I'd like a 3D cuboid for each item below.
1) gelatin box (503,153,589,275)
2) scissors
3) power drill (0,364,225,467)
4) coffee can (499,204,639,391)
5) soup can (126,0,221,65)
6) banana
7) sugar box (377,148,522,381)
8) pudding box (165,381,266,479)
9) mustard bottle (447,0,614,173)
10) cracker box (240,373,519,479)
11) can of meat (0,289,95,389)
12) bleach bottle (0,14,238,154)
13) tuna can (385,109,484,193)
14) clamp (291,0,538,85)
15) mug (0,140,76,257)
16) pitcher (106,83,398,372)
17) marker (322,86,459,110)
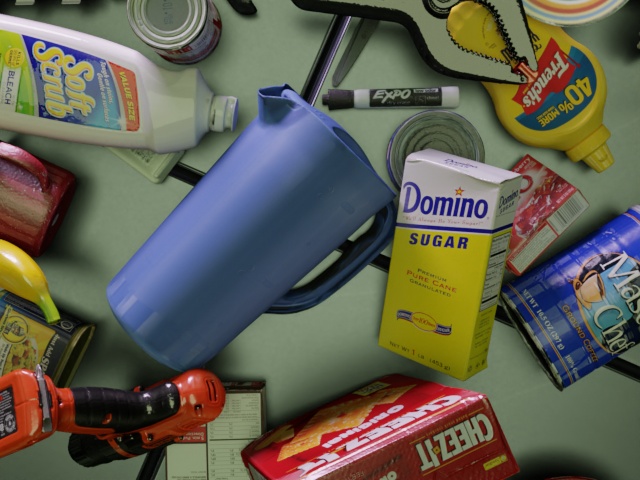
[{"bbox_3d":[0.174,-0.023,0.921,0.089,0.073,0.030,-45,129,2],"label":"gelatin box"},{"bbox_3d":[0.049,-0.241,0.941,0.096,0.016,0.202,44,93,0],"label":"scissors"},{"bbox_3d":[-0.197,0.147,0.864,0.185,0.187,0.057,-29,67,34],"label":"power drill"},{"bbox_3d":[0.237,0.049,0.909,0.140,0.103,0.103,-32,92,3],"label":"coffee can"},{"bbox_3d":[-0.122,-0.188,0.903,0.068,0.102,0.068,0,93,1],"label":"soup can"},{"bbox_3d":[-0.292,0.032,0.900,0.198,0.037,0.069,2,91,39],"label":"banana"},{"bbox_3d":[0.106,0.019,0.896,0.093,0.048,0.176,20,115,33],"label":"sugar box"},{"bbox_3d":[-0.093,0.184,0.954,0.090,0.039,0.113,-1,95,-1],"label":"pudding box"},{"bbox_3d":[0.189,-0.139,0.923,0.096,0.058,0.191,-38,92,4],"label":"mustard bottle"},{"bbox_3d":[0.035,0.172,0.847,0.164,0.214,0.072,-24,92,-14],"label":"cracker box"},{"bbox_3d":[-0.261,0.103,0.944,0.084,0.057,0.102,26,92,2],"label":"can of meat"},{"bbox_3d":[-0.193,-0.132,0.898,0.251,0.068,0.102,9,92,2],"label":"bleach bottle"},{"bbox_3d":[0.101,-0.072,0.939,0.086,0.034,0.086,0,93,1],"label":"tuna can"},{"bbox_3d":[0.089,-0.194,0.877,0.164,0.036,0.210,-42,94,7],"label":"clamp"},{"bbox_3d":[-0.260,-0.043,0.911,0.081,0.117,0.093,24,54,-5],"label":"mug"},{"bbox_3d":[-0.056,0.001,0.908,0.243,0.145,0.149,-45,79,6],"label":"pitcher"},{"bbox_3d":[0.062,-0.126,0.945,0.121,0.020,0.020,-1,93,1],"label":"marker"}]
